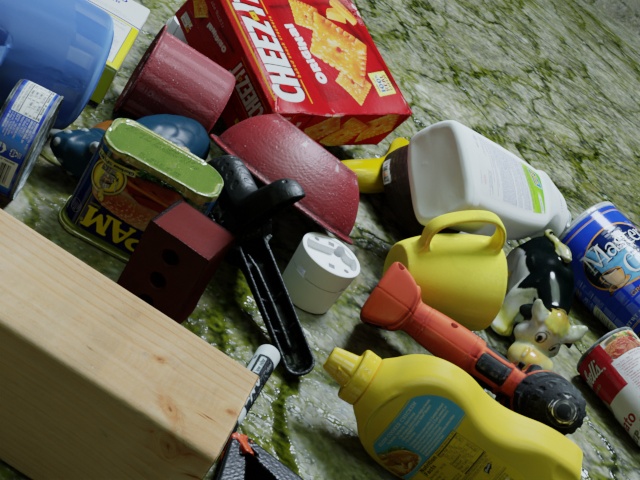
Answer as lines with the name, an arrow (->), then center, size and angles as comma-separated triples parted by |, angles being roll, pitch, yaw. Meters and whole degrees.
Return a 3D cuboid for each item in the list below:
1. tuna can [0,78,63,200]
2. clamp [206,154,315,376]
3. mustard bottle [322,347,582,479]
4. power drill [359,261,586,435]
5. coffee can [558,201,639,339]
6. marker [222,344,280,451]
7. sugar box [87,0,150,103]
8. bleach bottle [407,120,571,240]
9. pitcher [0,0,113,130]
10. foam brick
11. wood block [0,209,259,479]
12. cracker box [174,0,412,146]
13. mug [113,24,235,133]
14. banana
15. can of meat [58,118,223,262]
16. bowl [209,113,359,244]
tuna can -> -0.223, -0.075, 0.788 | 0.033, 0.086, 0.086 | 26, 29, -12
clamp -> -0.056, 0.001, 0.843 | 0.036, 0.164, 0.210 | -15, 26, -21
mustard bottle -> 0.085, 0.137, 0.771 | 0.191, 0.096, 0.058 | 34, 32, -1
power drill -> 0.120, 0.092, 0.857 | 0.187, 0.057, 0.184 | 36, -5, 5
coffee can -> 0.333, 0.040, 1.181 | 0.102, 0.103, 0.140 | -4, 46, -50
marker -> -0.054, 0.110, 0.749 | 0.020, 0.020, 0.121 | 34, 28, -1
sugar box -> -0.227, -0.200, 1.026 | 0.093, 0.048, 0.176 | 28, 25, -12
bleach bottle -> 0.185, -0.040, 1.072 | 0.250, 0.068, 0.102 | 18, 59, -49
pitcher -> -0.290, -0.177, 0.833 | 0.242, 0.145, 0.149 | 24, 61, -24
foam brick -> -0.107, 0.020, 0.772 | 0.053, 0.078, 0.051 | 34, 28, 4
wood block -> -0.153, 0.074, 0.623 | 0.206, 0.091, 0.090 | 33, 28, -2
cracker box -> -0.023, -0.180, 1.099 | 0.213, 0.072, 0.164 | -6, 64, -48
mug -> -0.136, -0.137, 0.993 | 0.081, 0.093, 0.117 | 31, -9, -16
banana -> 0.065, -0.083, 1.160 | 0.070, 0.037, 0.197 | 44, 29, 18
can of meat -> -0.135, -0.032, 0.816 | 0.102, 0.084, 0.057 | 29, 28, -10
bowl -> -0.020, -0.065, 0.960 | 0.162, 0.055, 0.162 | 37, 4, -4
